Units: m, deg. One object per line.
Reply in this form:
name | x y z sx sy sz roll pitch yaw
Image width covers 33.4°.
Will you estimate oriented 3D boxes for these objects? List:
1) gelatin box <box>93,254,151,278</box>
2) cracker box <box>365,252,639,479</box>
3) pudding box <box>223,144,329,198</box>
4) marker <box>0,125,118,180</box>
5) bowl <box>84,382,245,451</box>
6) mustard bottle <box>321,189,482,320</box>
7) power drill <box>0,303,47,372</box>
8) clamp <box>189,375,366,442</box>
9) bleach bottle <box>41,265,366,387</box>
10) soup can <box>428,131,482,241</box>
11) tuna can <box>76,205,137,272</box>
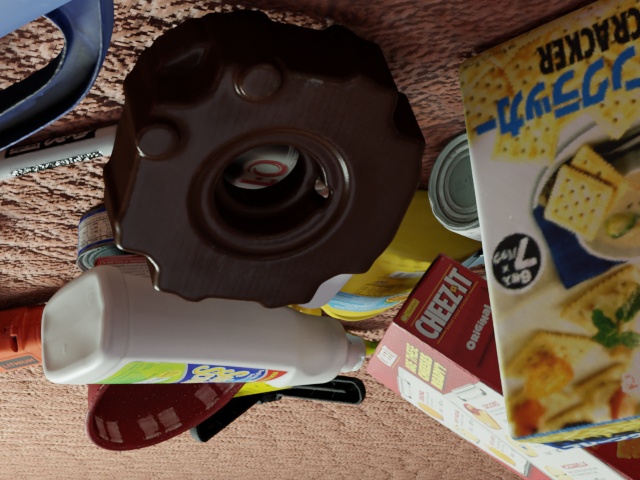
gelatin box | -0.116 0.033 0.787 0.089 0.030 0.073 -4 160 1
cracker box | 0.147 0.111 0.771 0.214 0.072 0.164 34 162 7
pudding box | -0.029 -0.051 0.663 0.089 0.039 0.114 7 156 -24
marker | -0.151 -0.057 0.657 0.121 0.020 0.020 -10 159 17
bowl | -0.129 0.101 0.875 0.162 0.055 0.162 -27 148 -18
mustard bottle | 0.042 0.021 0.841 0.096 0.058 0.192 -1 160 -23
power drill | -0.297 0.058 0.892 0.185 0.057 0.187 -11 156 30
clamp | -0.063 0.144 1.051 0.164 0.036 0.210 -13 -170 -16
bleach bottle | -0.065 0.071 0.767 0.250 0.068 0.103 9 156 -38
soup can | 0.129 -0.028 0.709 0.102 0.068 0.069 15 153 -40
tuna can | -0.138 0.002 0.796 0.086 0.034 0.086 -3 159 -1
